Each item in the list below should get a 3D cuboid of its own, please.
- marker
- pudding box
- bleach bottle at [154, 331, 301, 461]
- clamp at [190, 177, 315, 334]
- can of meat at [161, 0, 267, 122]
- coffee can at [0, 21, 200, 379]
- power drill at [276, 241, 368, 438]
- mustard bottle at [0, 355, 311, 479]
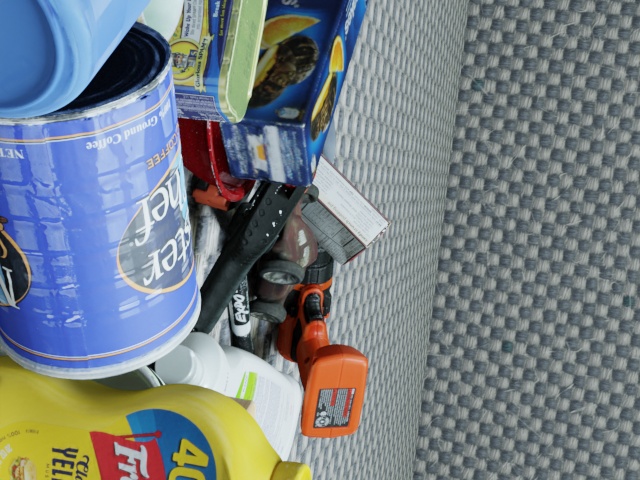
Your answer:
[{"bbox_3d":[-0.072,0.056,0.942,0.020,0.020,0.121,-68,161,-50],"label":"marker"},{"bbox_3d":[0.004,-0.034,0.971,0.039,0.113,0.090,-47,-178,-18],"label":"pudding box"},{"bbox_3d":[-0.077,0.124,0.861,0.250,0.068,0.102,63,36,-66],"label":"bleach bottle"},{"bbox_3d":[-0.055,0.001,0.805,0.172,0.039,0.120,129,-19,-56],"label":"clamp"},{"bbox_3d":[-0.082,-0.122,0.632,0.057,0.084,0.102,42,56,-75],"label":"can of meat"},{"bbox_3d":[-0.113,-0.020,0.501,0.102,0.103,0.140,-67,160,-52],"label":"coffee can"},{"bbox_3d":[-0.001,0.083,1.039,0.188,0.057,0.184,-107,-161,-55],"label":"power drill"},{"bbox_3d":[-0.082,0.115,0.513,0.058,0.192,0.096,-10,106,-77],"label":"mustard bottle"}]
